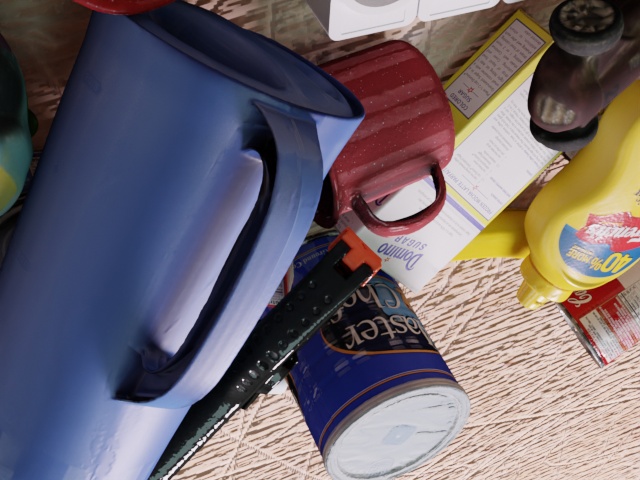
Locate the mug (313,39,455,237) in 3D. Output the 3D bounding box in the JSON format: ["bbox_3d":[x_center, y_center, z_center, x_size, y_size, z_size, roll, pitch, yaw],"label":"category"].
[{"bbox_3d":[0.028,-0.055,0.601,0.081,0.117,0.093,-23,155,-16],"label":"mug"}]

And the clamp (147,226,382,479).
[{"bbox_3d":[-0.034,0.068,0.632,0.210,0.036,0.164,-48,176,23],"label":"clamp"}]

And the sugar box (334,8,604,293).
[{"bbox_3d":[0.092,-0.053,0.685,0.176,0.048,0.093,-42,139,10],"label":"sugar box"}]

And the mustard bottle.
[{"bbox_3d":[0.195,-0.023,0.722,0.096,0.058,0.192,13,128,-31],"label":"mustard bottle"}]

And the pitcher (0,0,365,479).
[{"bbox_3d":[-0.085,0.013,0.513,0.243,0.145,0.149,-62,172,17],"label":"pitcher"}]

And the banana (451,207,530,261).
[{"bbox_3d":[0.138,0.004,0.794,0.197,0.037,0.070,10,127,-39],"label":"banana"}]

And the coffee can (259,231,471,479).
[{"bbox_3d":[0.024,0.078,0.721,0.102,0.140,0.103,-17,140,-15],"label":"coffee can"}]
